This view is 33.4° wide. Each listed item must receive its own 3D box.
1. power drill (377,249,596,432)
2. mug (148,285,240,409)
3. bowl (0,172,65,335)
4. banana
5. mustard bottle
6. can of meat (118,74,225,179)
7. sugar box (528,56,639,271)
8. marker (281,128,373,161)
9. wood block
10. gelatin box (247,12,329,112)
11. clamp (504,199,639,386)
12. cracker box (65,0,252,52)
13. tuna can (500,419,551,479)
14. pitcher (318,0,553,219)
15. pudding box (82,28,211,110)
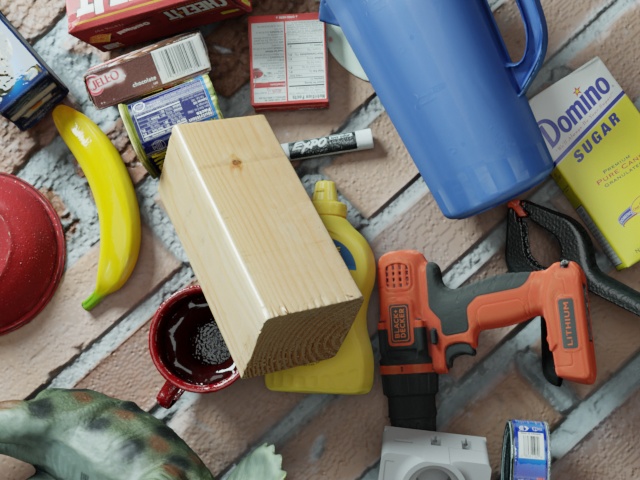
[{"bbox_3d":[0.141,0.093,0.932,0.188,0.057,0.184,-6,85,17],"label":"power drill"},{"bbox_3d":[-0.106,0.100,0.950,0.093,0.081,0.117,31,84,6],"label":"mug"},{"bbox_3d":[-0.322,0.009,0.985,0.162,0.055,0.162,0,82,3],"label":"bowl"},{"bbox_3d":[-0.205,-0.037,0.995,0.069,0.037,0.198,-10,82,1],"label":"banana"},{"bbox_3d":[0.002,0.041,0.963,0.096,0.058,0.191,-2,80,24],"label":"mustard bottle"},{"bbox_3d":[-0.128,-0.103,0.969,0.084,0.102,0.057,-22,82,-3],"label":"can of meat"},{"bbox_3d":[0.263,-0.070,0.975,0.093,0.048,0.176,-34,84,-1],"label":"sugar box"},{"bbox_3d":[-0.011,-0.086,1.002,0.121,0.020,0.020,-9,82,1],"label":"marker"},{"bbox_3d":[-0.055,0.001,0.899,0.090,0.090,0.206,-10,55,-27],"label":"wood block"},{"bbox_3d":[-0.029,-0.168,1.007,0.073,0.030,0.089,-3,86,4],"label":"gelatin box"},{"bbox_3d":[0.229,0.033,0.957,0.120,0.039,0.171,-24,84,14],"label":"clamp"},{"bbox_3d":[-0.160,-0.301,0.986,0.164,0.072,0.214,-11,80,22],"label":"cracker box"},{"bbox_3d":[0.177,0.198,0.923,0.034,0.086,0.086,4,82,4],"label":"tuna can"},{"bbox_3d":[0.116,-0.150,0.934,0.145,0.149,0.243,-27,93,-16],"label":"pitcher"},{"bbox_3d":[-0.158,-0.159,0.981,0.113,0.090,0.039,-18,107,-2],"label":"pudding box"}]
